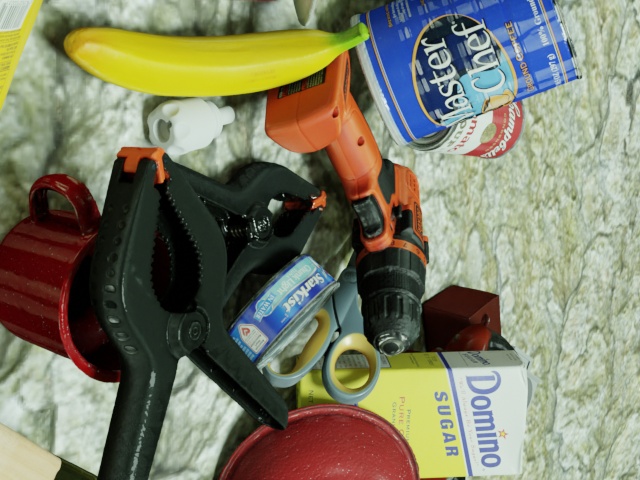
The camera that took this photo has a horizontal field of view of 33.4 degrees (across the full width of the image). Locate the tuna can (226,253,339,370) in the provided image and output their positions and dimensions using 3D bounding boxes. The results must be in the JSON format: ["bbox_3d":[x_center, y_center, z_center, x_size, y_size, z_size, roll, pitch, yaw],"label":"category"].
[{"bbox_3d":[-0.027,0.050,0.747,0.086,0.034,0.086,-46,173,-8],"label":"tuna can"}]

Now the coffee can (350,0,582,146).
[{"bbox_3d":[0.105,-0.140,0.775,0.102,0.140,0.103,-20,90,-77],"label":"coffee can"}]

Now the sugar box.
[{"bbox_3d":[0.070,0.136,0.829,0.048,0.176,0.093,-104,-167,-76],"label":"sugar box"}]

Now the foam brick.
[{"bbox_3d":[0.129,0.087,0.961,0.052,0.051,0.078,-29,120,-42],"label":"foam brick"}]

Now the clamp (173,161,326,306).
[{"bbox_3d":[-0.055,0.001,0.727,0.171,0.039,0.120,-9,103,-50],"label":"clamp"}]

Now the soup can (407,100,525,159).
[{"bbox_3d":[0.115,-0.104,0.885,0.102,0.069,0.068,0,99,-49],"label":"soup can"}]

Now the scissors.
[{"bbox_3d":[0.035,0.047,0.822,0.201,0.096,0.016,-46,162,-30],"label":"scissors"}]

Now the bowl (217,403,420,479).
[{"bbox_3d":[0.005,0.203,0.780,0.162,0.055,0.162,-4,109,-13],"label":"bowl"}]

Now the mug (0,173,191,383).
[{"bbox_3d":[-0.138,0.017,0.608,0.093,0.082,0.117,-37,125,-38],"label":"mug"}]

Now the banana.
[{"bbox_3d":[-0.069,-0.117,0.666,0.197,0.070,0.037,-10,68,-28],"label":"banana"}]

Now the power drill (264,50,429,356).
[{"bbox_3d":[0.024,-0.035,0.754,0.184,0.057,0.187,-88,156,-48],"label":"power drill"}]

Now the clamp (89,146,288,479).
[{"bbox_3d":[-0.076,0.050,0.593,0.164,0.036,0.210,-21,111,-55],"label":"clamp"}]
